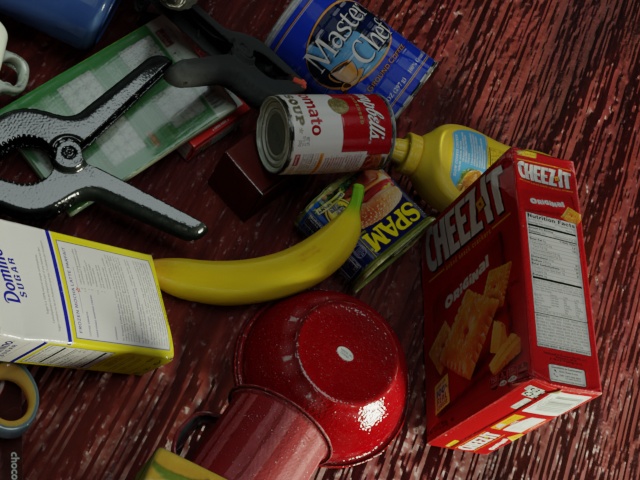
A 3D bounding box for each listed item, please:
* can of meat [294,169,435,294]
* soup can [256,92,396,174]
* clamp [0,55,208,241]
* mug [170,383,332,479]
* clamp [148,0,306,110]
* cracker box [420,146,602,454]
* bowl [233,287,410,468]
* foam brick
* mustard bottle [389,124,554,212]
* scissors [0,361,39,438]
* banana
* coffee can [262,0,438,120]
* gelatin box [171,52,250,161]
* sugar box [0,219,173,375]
[{"bbox_3d":[0.039,-0.016,0.959,0.084,0.058,0.101,47,54,8],"label":"can of meat"},{"bbox_3d":[0.004,-0.092,0.912,0.102,0.069,0.068,-5,65,-28],"label":"soup can"},{"bbox_3d":[-0.196,-0.057,0.862,0.209,0.036,0.164,-16,77,-20],"label":"clamp"},{"bbox_3d":[-0.061,0.164,0.799,0.117,0.093,0.081,18,52,25],"label":"mug"},{"bbox_3d":[-0.079,-0.149,0.915,0.171,0.039,0.120,25,44,-35],"label":"clamp"},{"bbox_3d":[0.151,0.053,0.905,0.072,0.164,0.213,13,59,-21],"label":"cracker box"},{"bbox_3d":[0.012,0.102,0.881,0.162,0.055,0.162,11,59,-19],"label":"bowl"},{"bbox_3d":[-0.052,-0.064,0.946,0.051,0.053,0.078,47,53,5],"label":"foam brick"},{"bbox_3d":[0.147,-0.062,1.032,0.191,0.058,0.096,18,58,-15],"label":"mustard bottle"},{"bbox_3d":[-0.234,0.063,0.775,0.096,0.016,0.201,22,46,-11],"label":"scissors"},{"bbox_3d":[-0.046,0.017,0.890,0.197,0.037,0.069,-21,93,-8],"label":"banana"},{"bbox_3d":[0.025,-0.169,1.008,0.140,0.103,0.102,37,54,-2],"label":"coffee can"},{"bbox_3d":[-0.120,-0.126,0.962,0.089,0.030,0.073,47,57,5],"label":"gelatin box"},{"bbox_3d":[-0.186,0.044,0.778,0.175,0.048,0.093,16,50,-53],"label":"sugar box"}]
